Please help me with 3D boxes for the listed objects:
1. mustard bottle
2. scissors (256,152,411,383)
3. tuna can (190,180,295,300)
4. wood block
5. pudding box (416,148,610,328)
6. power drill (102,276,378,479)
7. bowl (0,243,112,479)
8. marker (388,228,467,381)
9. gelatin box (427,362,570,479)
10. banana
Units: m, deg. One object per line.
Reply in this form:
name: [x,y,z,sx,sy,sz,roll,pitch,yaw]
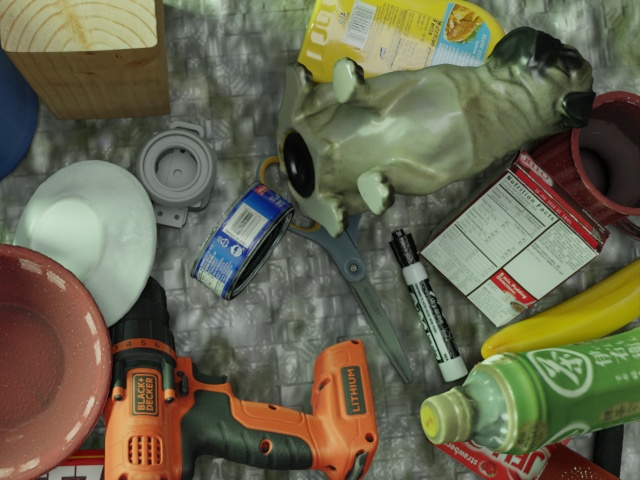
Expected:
mustard bottle: [0.083,-0.138,0.808,0.191,0.058,0.096,18,86,-4]
scissors: [0.034,0.003,0.814,0.096,0.016,0.202,-42,91,-7]
tuna can: [-0.055,0.001,0.768,0.034,0.086,0.086,35,83,5]
wood block: [-0.151,-0.144,0.712,0.090,0.206,0.091,-3,86,-6]
pudding box: [0.139,0.001,0.779,0.090,0.114,0.039,44,39,0]
power drill: [-0.060,0.104,0.753,0.187,0.057,0.184,4,49,-14]
bowl: [-0.219,0.084,0.719,0.162,0.055,0.162,1,83,-6]
marker: [0.081,0.048,0.813,0.020,0.020,0.121,-22,88,-7]
gelatin box: [0.138,0.146,0.805,0.089,0.030,0.073,34,83,-2]
banana: [0.211,0.045,0.805,0.198,0.069,0.037,-31,50,1]
